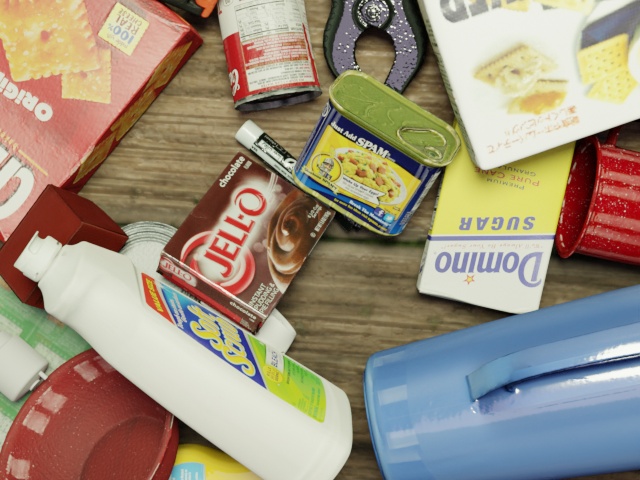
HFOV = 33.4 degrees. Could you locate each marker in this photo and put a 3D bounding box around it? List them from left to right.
[{"bbox_3d":[-0.015,-0.049,0.828,0.121,0.020,0.020,40,92,2],"label":"marker"}]

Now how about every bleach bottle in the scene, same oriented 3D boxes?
[{"bbox_3d":[-0.096,0.078,0.729,0.250,0.102,0.068,35,107,-13],"label":"bleach bottle"}]

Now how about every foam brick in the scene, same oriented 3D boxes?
[{"bbox_3d":[-0.192,0.007,0.785,0.078,0.053,0.051,-51,59,8],"label":"foam brick"}]

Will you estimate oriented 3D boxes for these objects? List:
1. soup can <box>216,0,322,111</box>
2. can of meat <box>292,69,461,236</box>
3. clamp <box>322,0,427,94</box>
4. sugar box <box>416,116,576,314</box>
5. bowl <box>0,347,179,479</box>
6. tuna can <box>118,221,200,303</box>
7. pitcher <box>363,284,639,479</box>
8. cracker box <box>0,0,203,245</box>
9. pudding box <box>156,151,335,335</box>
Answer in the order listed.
[{"bbox_3d":[-0.041,-0.155,0.804,0.068,0.068,0.102,-10,90,3],"label":"soup can"},{"bbox_3d":[0.039,-0.062,0.790,0.102,0.057,0.084,32,130,3],"label":"can of meat"},{"bbox_3d":[0.049,-0.178,0.803,0.120,0.039,0.171,-8,103,14],"label":"clamp"},{"bbox_3d":[0.136,-0.037,0.808,0.093,0.048,0.176,12,90,2],"label":"sugar box"},{"bbox_3d":[-0.160,0.158,0.788,0.162,0.055,0.162,-19,48,22],"label":"bowl"},{"bbox_3d":[-0.132,0.030,0.820,0.086,0.034,0.086,0,81,-3],"label":"tuna can"},{"bbox_3d":[0.156,0.107,0.755,0.243,0.145,0.149,-13,113,9],"label":"pitcher"},{"bbox_3d":[-0.221,-0.128,0.811,0.164,0.072,0.214,41,93,2],"label":"cracker box"},{"bbox_3d":[-0.055,0.001,0.796,0.090,0.039,0.113,33,56,1],"label":"pudding box"}]
